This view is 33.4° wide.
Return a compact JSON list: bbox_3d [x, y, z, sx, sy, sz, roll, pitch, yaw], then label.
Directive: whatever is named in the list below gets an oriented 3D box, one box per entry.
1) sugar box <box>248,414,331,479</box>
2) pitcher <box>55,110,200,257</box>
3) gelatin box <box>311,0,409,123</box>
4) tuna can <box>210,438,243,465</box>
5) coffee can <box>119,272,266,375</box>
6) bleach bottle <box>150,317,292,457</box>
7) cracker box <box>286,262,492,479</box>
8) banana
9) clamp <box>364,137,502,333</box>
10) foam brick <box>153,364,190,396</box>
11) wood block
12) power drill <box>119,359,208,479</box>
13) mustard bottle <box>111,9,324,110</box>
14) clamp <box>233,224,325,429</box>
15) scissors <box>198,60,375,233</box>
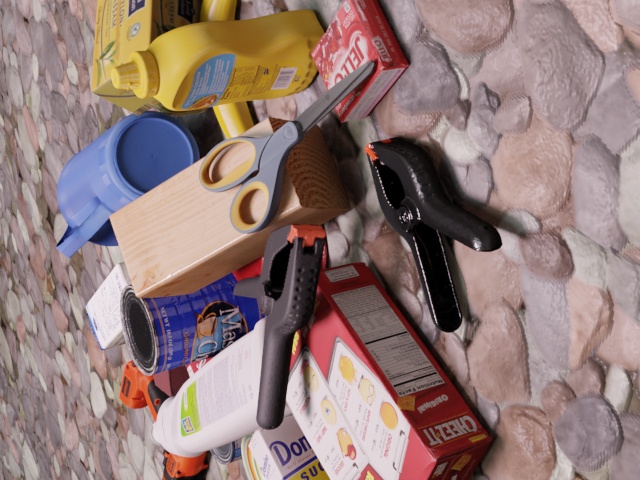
[{"bbox_3d":[0.008,0.253,1.056,0.176,0.093,0.048,60,147,27],"label":"sugar box"},{"bbox_3d":[-0.232,-0.066,1.262,0.243,0.144,0.149,160,105,-66],"label":"pitcher"},{"bbox_3d":[0.031,-0.154,0.906,0.073,0.030,0.089,67,150,16],"label":"gelatin box"},{"bbox_3d":[-0.116,0.233,1.326,0.086,0.033,0.086,33,129,51],"label":"tuna can"},{"bbox_3d":[-0.140,0.084,1.196,0.103,0.140,0.103,33,130,52],"label":"coffee can"},{"bbox_3d":[-0.110,0.172,1.171,0.251,0.068,0.102,-31,55,43],"label":"bleach bottle"},{"bbox_3d":[0.048,0.150,0.964,0.214,0.072,0.164,55,144,33],"label":"cracker box"},{"bbox_3d":[-0.097,-0.181,1.114,0.070,0.037,0.198,21,120,59],"label":"banana"},{"bbox_3d":[0.087,-0.023,0.853,0.171,0.039,0.120,64,147,22],"label":"clamp"},{"bbox_3d":[-0.167,0.157,1.339,0.053,0.078,0.051,22,119,56],"label":"foam brick"},{"bbox_3d":[-0.088,-0.027,1.014,0.206,0.090,0.091,-28,76,29],"label":"wood block"},{"bbox_3d":[-0.221,0.268,1.507,0.188,0.057,0.185,54,140,31],"label":"power drill"},{"bbox_3d":[-0.095,-0.158,0.960,0.058,0.191,0.096,66,149,19],"label":"mustard bottle"},{"bbox_3d":[-0.036,0.064,0.960,0.210,0.036,0.164,120,145,-53],"label":"clamp"},{"bbox_3d":[-0.024,-0.070,0.906,0.202,0.016,0.096,-20,82,34],"label":"scissors"}]
